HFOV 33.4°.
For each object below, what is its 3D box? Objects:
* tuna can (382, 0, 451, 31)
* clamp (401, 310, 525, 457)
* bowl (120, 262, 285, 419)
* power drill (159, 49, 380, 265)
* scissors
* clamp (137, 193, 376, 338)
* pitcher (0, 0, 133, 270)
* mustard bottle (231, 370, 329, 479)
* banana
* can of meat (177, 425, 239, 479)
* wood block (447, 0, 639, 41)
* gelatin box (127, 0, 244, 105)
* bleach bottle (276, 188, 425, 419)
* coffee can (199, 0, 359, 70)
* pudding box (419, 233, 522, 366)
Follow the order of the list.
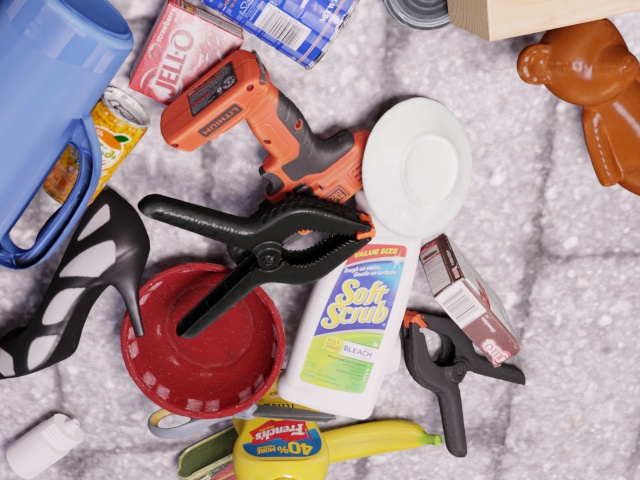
[{"bbox_3d":[0.092,-0.224,0.917,0.086,0.034,0.086,-3,121,-5],"label":"tuna can"},{"bbox_3d":[0.148,0.132,1.127,0.120,0.039,0.171,-40,114,-26],"label":"clamp"},{"bbox_3d":[-0.114,0.093,1.060,0.162,0.055,0.162,1,104,2],"label":"bowl"},{"bbox_3d":[-0.056,-0.070,0.965,0.184,0.057,0.187,-38,132,15],"label":"power drill"},{"bbox_3d":[-0.091,0.179,1.064,0.202,0.096,0.016,12,128,37],"label":"scissors"},{"bbox_3d":[-0.056,0.001,0.968,0.210,0.036,0.164,-18,130,2],"label":"clamp"},{"bbox_3d":[-0.259,-0.101,0.899,0.149,0.145,0.243,25,114,-42],"label":"pitcher"},{"bbox_3d":[-0.041,0.209,1.073,0.096,0.191,0.058,2,121,-8],"label":"mustard bottle"},{"bbox_3d":[0.029,0.222,1.162,0.197,0.069,0.037,-10,82,-4],"label":"banana"},{"bbox_3d":[-0.095,0.257,1.176,0.102,0.057,0.084,-28,117,10],"label":"can of meat"},{"bbox_3d":[0.213,-0.232,0.868,0.206,0.091,0.090,-13,114,-10],"label":"wood block"},{"bbox_3d":[-0.119,-0.159,0.936,0.073,0.030,0.089,24,116,-19],"label":"gelatin box"},{"bbox_3d":[0.036,0.041,1.034,0.102,0.068,0.251,15,102,0],"label":"bleach bottle"},{"bbox_3d":[-0.042,-0.217,0.856,0.140,0.103,0.103,31,114,-13],"label":"coffee can"},{"bbox_3d":[0.148,0.059,1.063,0.039,0.090,0.113,-35,118,12],"label":"pudding box"}]
